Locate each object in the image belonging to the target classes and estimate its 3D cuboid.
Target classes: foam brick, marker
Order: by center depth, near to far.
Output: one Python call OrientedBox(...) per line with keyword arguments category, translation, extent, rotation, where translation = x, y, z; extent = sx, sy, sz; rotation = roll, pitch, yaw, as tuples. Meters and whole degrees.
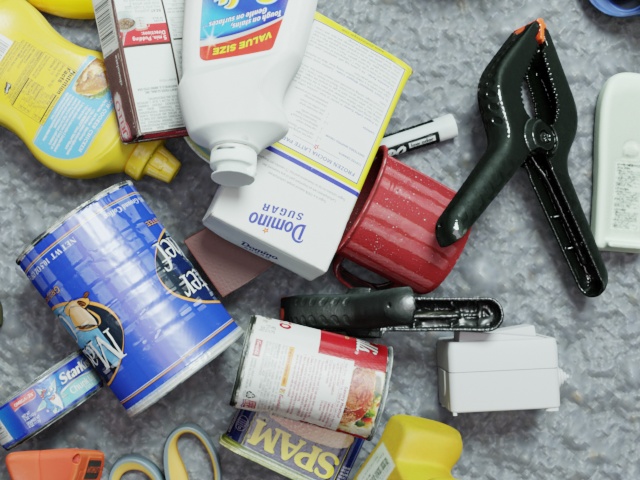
OrientedBox(category="foam brick", translation=(-0.055, 0.001, 0.807), extent=(0.078, 0.051, 0.053), rotation=(-33, 91, -2))
OrientedBox(category="marker", translation=(0.047, -0.072, 0.828), extent=(0.121, 0.020, 0.020), rotation=(-17, 89, -2))

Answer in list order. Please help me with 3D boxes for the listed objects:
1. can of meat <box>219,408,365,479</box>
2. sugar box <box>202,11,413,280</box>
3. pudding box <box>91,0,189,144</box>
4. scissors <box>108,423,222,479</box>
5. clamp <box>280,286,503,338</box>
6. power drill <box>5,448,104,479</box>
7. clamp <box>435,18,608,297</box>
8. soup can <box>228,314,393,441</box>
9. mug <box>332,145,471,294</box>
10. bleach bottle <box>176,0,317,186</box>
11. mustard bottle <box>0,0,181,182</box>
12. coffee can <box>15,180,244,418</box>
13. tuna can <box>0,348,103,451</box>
OrientedBox(category="can of meat", translation=(-0.013, 0.134, 0.803), extent=(0.102, 0.057, 0.084), rotation=(26, 85, -2))
OrientedBox(category="sugar box", translation=(-0.008, -0.069, 0.774), extent=(0.093, 0.048, 0.176), rotation=(28, 74, -10))
OrientedBox(category="pudding box", translation=(-0.109, -0.131, 0.777), extent=(0.089, 0.039, 0.113), rotation=(-11, 90, -32))
OrientedBox(category="scissors", translation=(-0.109, 0.242, 0.817), extent=(0.096, 0.016, 0.202), rotation=(-5, 89, -1))
OrientedBox(category="clamp", translation=(0.031, 0.051, 0.763), extent=(0.172, 0.120, 0.039), rotation=(-6, 74, 32))
OrientedBox(category="power drill", translation=(-0.186, 0.240, 0.741), extent=(0.057, 0.184, 0.187), rotation=(-2, 79, -3))
OrientedBox(category="clamp", translation=(0.147, -0.069, 0.790), extent=(0.164, 0.036, 0.210), rotation=(10, 72, -36))
OrientedBox(category="soup can", translation=(-0.007, 0.095, 0.744), extent=(0.102, 0.068, 0.068), rotation=(14, 88, -2))
OrientedBox(category="mug", translation=(0.054, -0.003, 0.797), extent=(0.081, 0.093, 0.117), rotation=(27, 121, -10))
OrientedBox(category="bleach bottle", translation=(-0.043, -0.158, 0.741), extent=(0.102, 0.068, 0.251), rotation=(3, 71, -1))
OrientedBox(category="mustard bottle", translation=(-0.189, -0.102, 0.801), extent=(0.191, 0.058, 0.096), rotation=(33, 88, -1))
OrientedBox(category="coffee can", translation=(-0.137, 0.042, 0.777), extent=(0.103, 0.103, 0.140), rotation=(-37, 90, -3))
OrientedBox(category="tuna can", translation=(-0.203, 0.117, 0.782), extent=(0.086, 0.086, 0.034), rotation=(-34, 92, -3))
